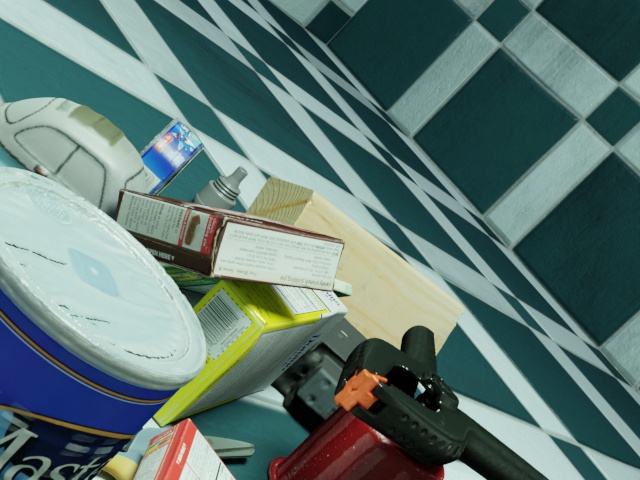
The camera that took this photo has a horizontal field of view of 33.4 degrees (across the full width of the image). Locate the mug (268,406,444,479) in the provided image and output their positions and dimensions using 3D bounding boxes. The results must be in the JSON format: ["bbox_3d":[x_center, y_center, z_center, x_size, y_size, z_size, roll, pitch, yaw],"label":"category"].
[{"bbox_3d":[0.035,0.160,0.700,0.117,0.081,0.093,44,12,-1],"label":"mug"}]

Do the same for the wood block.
[{"bbox_3d":[0.022,0.038,0.985,0.205,0.090,0.091,37,-8,-30],"label":"wood block"}]

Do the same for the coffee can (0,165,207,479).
[{"bbox_3d":[-0.125,0.058,0.387,0.102,0.140,0.103,41,13,-12],"label":"coffee can"}]

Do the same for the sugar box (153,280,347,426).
[{"bbox_3d":[-0.050,0.067,0.713,0.048,0.093,0.176,49,12,10],"label":"sugar box"}]

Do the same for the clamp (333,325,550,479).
[{"bbox_3d":[0.066,0.102,0.707,0.209,0.036,0.165,28,21,-51],"label":"clamp"}]

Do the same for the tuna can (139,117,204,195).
[{"bbox_3d":[-0.135,-0.058,0.869,0.033,0.086,0.086,44,12,-7],"label":"tuna can"}]

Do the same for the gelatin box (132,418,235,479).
[{"bbox_3d":[-0.058,0.145,0.536,0.089,0.030,0.073,56,12,-12],"label":"gelatin box"}]

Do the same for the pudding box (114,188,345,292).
[{"bbox_3d":[-0.054,0.001,0.639,0.090,0.039,0.113,14,4,38],"label":"pudding box"}]
